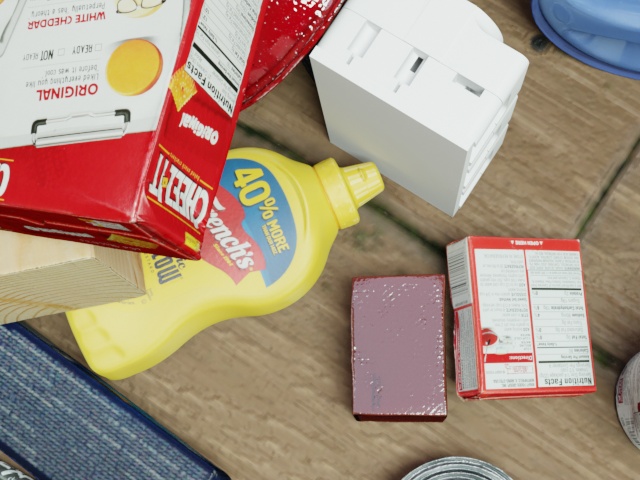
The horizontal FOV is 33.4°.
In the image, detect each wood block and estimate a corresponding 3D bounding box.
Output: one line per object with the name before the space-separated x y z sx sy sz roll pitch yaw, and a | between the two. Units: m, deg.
wood block | -0.159 -0.070 0.562 0.090 0.091 0.206 -11 74 4

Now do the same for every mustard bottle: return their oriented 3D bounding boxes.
mustard bottle | -0.054 0.001 0.611 0.191 0.058 0.096 -23 73 -1

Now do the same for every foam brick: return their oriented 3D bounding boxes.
foam brick | 0.044 0.061 0.595 0.053 0.051 0.078 0 78 5

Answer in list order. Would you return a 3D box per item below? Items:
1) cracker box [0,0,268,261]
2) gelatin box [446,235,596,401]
cracker box | -0.108 -0.109 0.469 0.164 0.072 0.213 8 77 22
gelatin box | 0.110 0.043 0.593 0.073 0.030 0.089 1 78 -21
